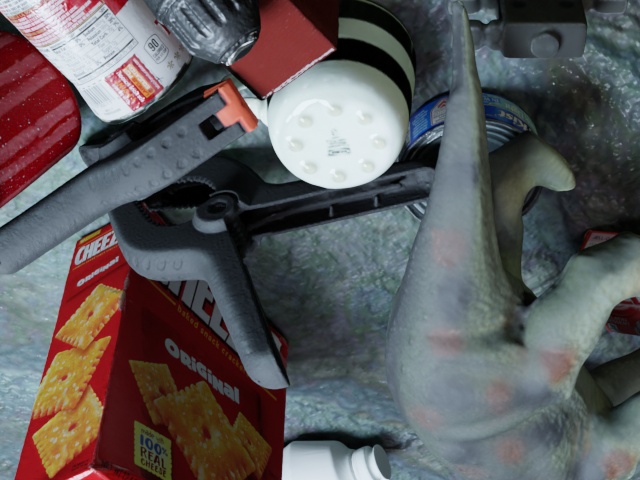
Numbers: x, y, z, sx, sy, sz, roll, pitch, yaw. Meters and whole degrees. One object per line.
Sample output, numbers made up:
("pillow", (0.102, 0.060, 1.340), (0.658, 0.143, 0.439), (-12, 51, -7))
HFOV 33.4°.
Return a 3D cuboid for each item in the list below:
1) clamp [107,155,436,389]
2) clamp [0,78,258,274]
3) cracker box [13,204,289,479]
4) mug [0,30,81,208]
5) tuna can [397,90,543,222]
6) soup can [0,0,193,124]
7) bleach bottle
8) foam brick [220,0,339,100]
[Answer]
("clamp", (-0.054, 0.001, 0.605), (0.210, 0.164, 0.036), (11, 138, 31))
("clamp", (-0.101, -0.046, 0.582), (0.172, 0.120, 0.039), (-23, 118, 26))
("cracker box", (-0.091, 0.106, 0.658), (0.072, 0.213, 0.164), (-26, 126, 22))
("mug", (-0.191, -0.072, 0.580), (0.093, 0.081, 0.117), (-1, 125, 44))
("tuna can", (0.088, -0.046, 0.630), (0.086, 0.033, 0.086), (2, 132, 2))
("soup can", (-0.122, -0.119, 0.555), (0.069, 0.068, 0.102), (-24, 127, 23))
("bleach bottle", (-0.055, 0.222, 0.865), (0.251, 0.068, 0.102), (-24, 127, 20))
("foam brick", (-0.026, -0.121, 0.540), (0.053, 0.078, 0.051), (-31, 125, 29))
